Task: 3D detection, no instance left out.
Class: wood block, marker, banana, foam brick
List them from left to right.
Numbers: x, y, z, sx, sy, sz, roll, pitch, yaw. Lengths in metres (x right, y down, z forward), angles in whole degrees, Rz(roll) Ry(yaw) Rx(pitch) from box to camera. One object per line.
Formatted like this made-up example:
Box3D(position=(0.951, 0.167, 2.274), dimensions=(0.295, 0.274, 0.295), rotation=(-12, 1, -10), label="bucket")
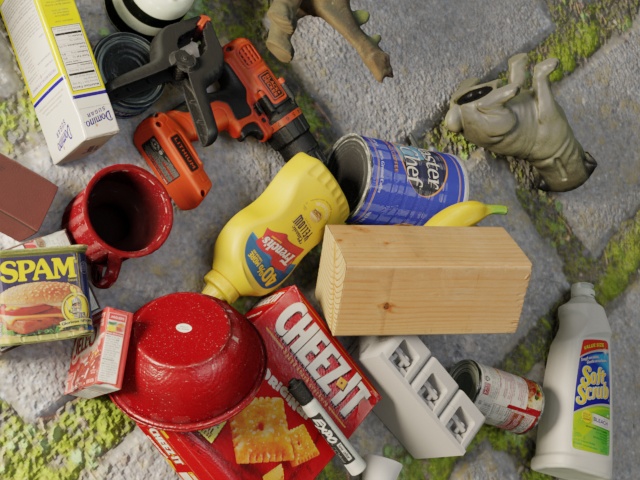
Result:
Box3D(position=(-0.299, -0.043, 1.013), dimensions=(0.078, 0.051, 0.053), rotation=(33, 61, -22), label="foam brick")
Box3D(position=(0.006, 0.187, 1.082), dimensions=(0.020, 0.020, 0.121), rotation=(-44, 105, -33), label="marker")
Box3D(position=(0.109, 0.042, 1.148), dimensions=(0.205, 0.090, 0.091), rotation=(1, 119, -15), label="wood block")
Box3D(position=(0.128, 0.023, 1.215), dimensions=(0.069, 0.198, 0.037), rotation=(36, 17, -9), label="banana")

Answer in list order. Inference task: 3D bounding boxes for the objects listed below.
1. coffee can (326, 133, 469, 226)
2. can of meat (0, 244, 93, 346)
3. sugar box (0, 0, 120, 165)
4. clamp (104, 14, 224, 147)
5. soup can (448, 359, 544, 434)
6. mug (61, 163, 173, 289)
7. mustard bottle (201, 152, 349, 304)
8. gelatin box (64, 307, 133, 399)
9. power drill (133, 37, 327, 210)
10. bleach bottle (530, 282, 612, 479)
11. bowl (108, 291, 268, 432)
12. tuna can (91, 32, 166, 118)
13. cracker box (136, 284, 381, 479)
Box3D(position=(0.086, -0.062, 1.235), dimensions=(0.140, 0.103, 0.103), rotation=(9, 73, -31), label="coffee can")
Box3D(position=(-0.259, 0.051, 0.964), dimensions=(0.101, 0.058, 0.084), rotation=(-4, 85, -31), label="can of meat")
Box3D(position=(-0.258, -0.171, 1.048), dimensions=(0.048, 0.094, 0.176), rotation=(-21, 90, -35), label="sugar box")
Box3D(position=(-0.154, -0.175, 1.095), dimensions=(0.120, 0.039, 0.171), rotation=(21, 45, -18), label="clamp")
Box3D(position=(0.206, 0.186, 1.269), dimensions=(0.102, 0.069, 0.068), rotation=(21, 67, -27), label="soup can")
Box3D(position=(-0.204, -0.009, 1.046), dimensions=(0.093, 0.082, 0.117), rotation=(14, 70, -30), label="mug")
Box3D(position=(-0.057, 0.002, 1.135), dimensions=(0.191, 0.058, 0.096), rotation=(-45, 135, -15), label="mustard bottle")
Box3D(position=(-0.210, 0.108, 1.007), dimensions=(0.030, 0.089, 0.073), rotation=(17, 69, -27), label="gelatin box")
Box3D(position=(-0.095, -0.109, 1.161), dimensions=(0.187, 0.057, 0.184), rotation=(-39, 96, -37), label="power drill")
Box3D(position=(0.323, 0.173, 1.354), dimensions=(0.102, 0.068, 0.251), rotation=(19, 65, -28), label="bleach bottle")
Box3D(position=(-0.131, 0.102, 1.026), dimensions=(0.162, 0.055, 0.162), rotation=(1, 46, -1), label="bowl")
Box3D(position=(-0.205, -0.174, 1.118), dimensions=(0.086, 0.034, 0.086), rotation=(9, 73, -31), label="tuna can")
Box3D(position=(-0.057, 0.175, 1.100), dimensions=(0.213, 0.072, 0.164), rotation=(-44, 103, -34), label="cracker box")
